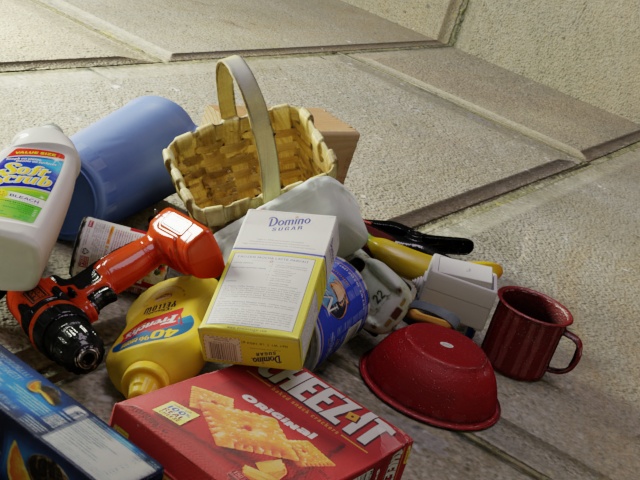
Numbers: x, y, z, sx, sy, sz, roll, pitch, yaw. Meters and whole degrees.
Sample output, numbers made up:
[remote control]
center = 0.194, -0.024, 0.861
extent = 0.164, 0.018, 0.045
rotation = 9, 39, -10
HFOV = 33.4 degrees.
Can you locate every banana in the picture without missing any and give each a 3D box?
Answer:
[banana]
center = 0.142, 0.029, 1.319
extent = 0.197, 0.037, 0.069
rotation = 17, 45, -15

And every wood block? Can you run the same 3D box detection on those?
[wood block]
center = -0.058, -0.124, 1.432
extent = 0.205, 0.090, 0.091
rotation = -5, 32, -43

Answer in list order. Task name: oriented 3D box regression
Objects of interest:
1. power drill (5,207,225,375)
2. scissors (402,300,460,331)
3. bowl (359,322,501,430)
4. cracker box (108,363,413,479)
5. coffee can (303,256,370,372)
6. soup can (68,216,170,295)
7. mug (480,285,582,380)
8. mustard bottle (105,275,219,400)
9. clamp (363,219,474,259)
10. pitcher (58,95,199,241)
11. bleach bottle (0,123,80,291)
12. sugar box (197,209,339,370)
[power drill]
center = -0.185, 0.044, 0.983
extent = 0.187, 0.057, 0.185
rotation = -28, 30, -22
[scissors]
center = 0.092, 0.089, 1.260
extent = 0.202, 0.016, 0.096
rotation = 9, -33, 49
[bowl]
center = 0.125, 0.135, 1.141
extent = 0.162, 0.055, 0.162
rotation = 16, 21, -7
[cracker box]
center = -0.048, 0.175, 0.881
extent = 0.164, 0.072, 0.213
rotation = 30, 24, 28
[coffee can]
center = -0.021, 0.079, 1.093
extent = 0.103, 0.103, 0.140
rotation = 25, 22, 17
[soup can]
center = -0.209, 0.019, 1.137
extent = 0.102, 0.068, 0.068
rotation = 15, 22, -7
[mug]
center = 0.248, 0.115, 1.248
extent = 0.117, 0.081, 0.093
rotation = 25, 22, 17
[mustard bottle]
center = -0.146, 0.098, 0.982
extent = 0.096, 0.058, 0.191
rotation = -14, 21, 10
[clamp]
center = 0.132, 0.011, 1.471
extent = 0.171, 0.039, 0.120
rotation = 11, 17, -1
[pitcher]
center = -0.258, -0.084, 1.291
extent = 0.145, 0.149, 0.242
rotation = 36, 27, 5
[bleach bottle]
center = -0.299, -0.049, 1.055
extent = 0.102, 0.068, 0.251
rotation = 10, 32, -8
[sugar box]
center = -0.043, 0.042, 0.986
extent = 0.093, 0.048, 0.176
rotation = 5, 37, 12
